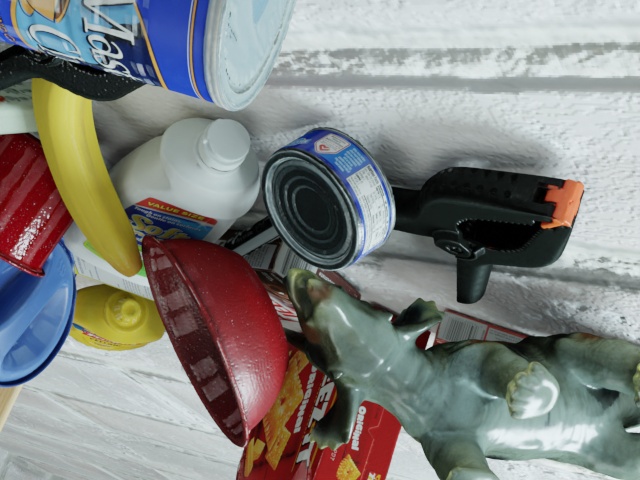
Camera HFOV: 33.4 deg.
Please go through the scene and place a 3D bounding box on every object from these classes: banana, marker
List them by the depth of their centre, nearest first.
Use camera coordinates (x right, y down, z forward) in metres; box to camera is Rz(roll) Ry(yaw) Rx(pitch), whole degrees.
[{"bbox_3d":[-0.156,-0.060,0.704,0.070,0.037,0.198,32,140,31],"label":"banana"},{"bbox_3d":[-0.055,0.001,0.809,0.020,0.020,0.121,33,138,-28],"label":"marker"}]

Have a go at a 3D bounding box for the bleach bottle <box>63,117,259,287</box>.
[{"bbox_3d":[-0.113,-0.034,0.773,0.102,0.068,0.251,27,156,-14],"label":"bleach bottle"}]

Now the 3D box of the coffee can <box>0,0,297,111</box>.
[{"bbox_3d":[-0.088,-0.125,0.471,0.140,0.102,0.103,17,159,10],"label":"coffee can"}]

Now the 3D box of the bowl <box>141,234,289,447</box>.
[{"bbox_3d":[-0.067,0.060,0.747,0.162,0.055,0.162,53,158,32],"label":"bowl"}]

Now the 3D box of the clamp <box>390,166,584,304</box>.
[{"bbox_3d":[0.080,-0.013,0.671,0.164,0.036,0.210,27,162,-15],"label":"clamp"}]

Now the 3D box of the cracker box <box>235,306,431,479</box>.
[{"bbox_3d":[0.003,0.160,0.984,0.072,0.164,0.214,25,159,-15],"label":"cracker box"}]

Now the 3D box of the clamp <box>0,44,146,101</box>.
[{"bbox_3d":[-0.161,-0.115,0.622,0.171,0.039,0.120,20,142,9],"label":"clamp"}]

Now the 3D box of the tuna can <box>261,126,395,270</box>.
[{"bbox_3d":[0.003,-0.025,0.662,0.086,0.033,0.086,30,136,33],"label":"tuna can"}]

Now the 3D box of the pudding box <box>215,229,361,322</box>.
[{"bbox_3d":[-0.033,0.032,0.883,0.090,0.039,0.113,3,152,41],"label":"pudding box"}]

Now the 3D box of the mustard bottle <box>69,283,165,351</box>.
[{"bbox_3d":[-0.202,0.075,1.057,0.096,0.058,0.192,18,166,-15],"label":"mustard bottle"}]

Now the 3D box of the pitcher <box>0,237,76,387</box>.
[{"bbox_3d":[-0.343,0.034,0.902,0.243,0.145,0.149,13,160,25],"label":"pitcher"}]

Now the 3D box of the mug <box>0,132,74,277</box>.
[{"bbox_3d":[-0.215,-0.030,0.789,0.093,0.081,0.117,34,178,18],"label":"mug"}]

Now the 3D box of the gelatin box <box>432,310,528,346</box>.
[{"bbox_3d":[0.137,0.095,0.886,0.089,0.030,0.073,18,159,9],"label":"gelatin box"}]
